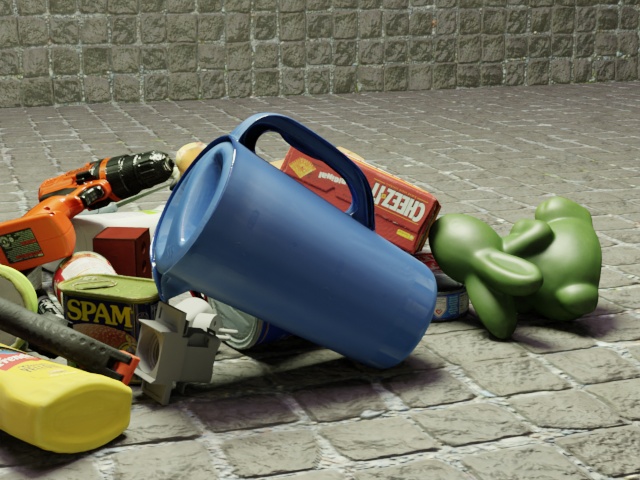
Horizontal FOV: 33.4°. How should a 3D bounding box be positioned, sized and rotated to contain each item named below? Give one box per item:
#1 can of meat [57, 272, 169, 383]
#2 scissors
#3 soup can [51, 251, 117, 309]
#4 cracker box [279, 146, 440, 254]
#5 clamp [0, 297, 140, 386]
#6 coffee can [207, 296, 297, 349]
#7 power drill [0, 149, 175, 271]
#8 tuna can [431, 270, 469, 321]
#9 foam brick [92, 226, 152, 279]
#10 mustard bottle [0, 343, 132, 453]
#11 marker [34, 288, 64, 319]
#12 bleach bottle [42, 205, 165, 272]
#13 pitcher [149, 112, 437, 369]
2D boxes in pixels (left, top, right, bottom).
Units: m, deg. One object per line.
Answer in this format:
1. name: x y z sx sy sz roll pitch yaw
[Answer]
1. can of meat: -0.185 0.080 0.970 0.102 0.084 0.057 6 15 23
2. scissors: -0.292 -0.031 1.418 0.201 0.016 0.096 -18 -20 -35
3. soup can: -0.235 0.056 1.101 0.068 0.068 0.102 -6 16 -22
4. cracker box: 0.049 -0.048 1.193 0.164 0.072 0.213 24 2 7
5. clamp: -0.238 0.077 0.903 0.172 0.039 0.120 18 -6 20
6. coffee can: -0.029 0.045 1.064 0.140 0.103 0.103 -9 17 -33
7. power drill: -0.271 -0.038 1.199 0.185 0.057 0.187 -15 19 25
8. tuna can: 0.118 0.059 1.147 0.086 0.034 0.086 0 14 0
9. foam brick: -0.221 0.028 1.195 0.051 0.078 0.053 2 16 8
10. mustard bottle: -0.248 0.120 0.863 0.192 0.058 0.096 10 8 38
11. marker: -0.287 0.074 1.129 0.020 0.020 0.121 -7 15 -24
12. bleach bottle: -0.238 -0.010 1.381 0.103 0.068 0.250 11 16 43
13. pitcher: -0.013 0.010 0.941 0.242 0.149 0.145 29 43 -24
